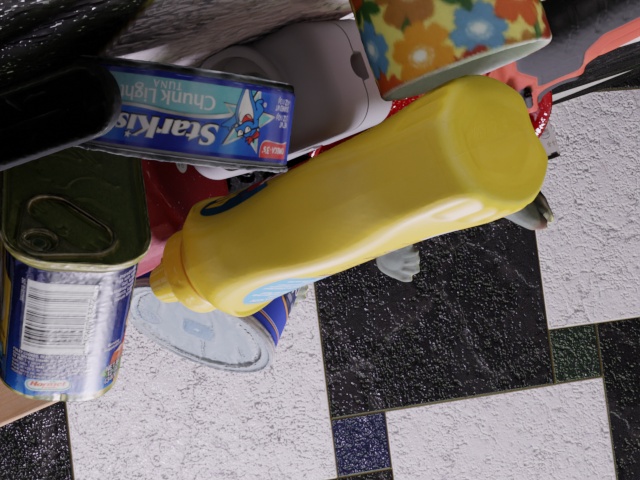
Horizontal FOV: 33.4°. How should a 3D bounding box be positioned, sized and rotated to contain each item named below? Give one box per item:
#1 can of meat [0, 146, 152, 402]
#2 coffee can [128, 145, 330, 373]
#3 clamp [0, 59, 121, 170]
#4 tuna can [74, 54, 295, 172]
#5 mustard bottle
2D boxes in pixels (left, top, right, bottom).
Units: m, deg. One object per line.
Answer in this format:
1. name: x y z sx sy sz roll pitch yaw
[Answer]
1. can of meat: -0.109 0.006 0.454 0.057 0.102 0.084 3 131 -19
2. coffee can: -0.055 0.001 0.697 0.103 0.102 0.140 -18 -138 49
3. clamp: -0.166 -0.022 0.381 0.164 0.036 0.210 -14 -179 -22
4. tuna can: -0.053 -0.048 0.406 0.086 0.034 0.086 8 -174 -1
5. mustard bottle: -0.003 -0.009 0.468 0.192 0.058 0.096 -23 -178 32
